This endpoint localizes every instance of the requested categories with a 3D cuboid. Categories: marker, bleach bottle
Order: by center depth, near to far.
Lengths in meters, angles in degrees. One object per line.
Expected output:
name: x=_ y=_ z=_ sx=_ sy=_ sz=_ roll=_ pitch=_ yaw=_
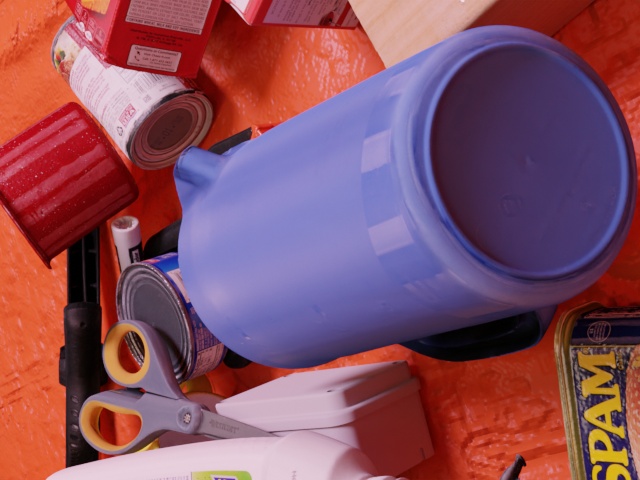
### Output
bleach bottle: x=-0.052 y=0.160 z=0.575 sx=0.251 sy=0.067 sz=0.102 roll=-16 pitch=80 yaw=39
marker: x=-0.131 y=0.036 z=0.758 sx=0.020 sy=0.020 sz=0.121 roll=31 pitch=138 yaw=35

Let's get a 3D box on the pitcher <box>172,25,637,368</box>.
pitcher: x=0.038 y=-0.006 z=0.499 sx=0.243 sy=0.149 sz=0.145 roll=-20 pitch=81 yaw=65

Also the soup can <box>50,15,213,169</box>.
soup can: x=-0.127 y=-0.105 z=0.721 sx=0.102 sy=0.068 sz=0.069 roll=49 pitch=126 yaw=25

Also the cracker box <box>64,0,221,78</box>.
cracker box: x=-0.100 y=-0.231 z=0.643 sx=0.164 sy=0.072 sz=0.214 roll=56 pitch=133 yaw=44

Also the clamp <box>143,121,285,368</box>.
clamp: x=-0.055 y=0.001 z=0.695 sx=0.120 sy=0.039 sz=0.172 roll=51 pitch=134 yaw=16

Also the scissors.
scissors: x=-0.081 y=0.089 z=0.649 sx=0.202 sy=0.016 sz=0.096 roll=-13 pitch=71 yaw=40

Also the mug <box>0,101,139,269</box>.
mug: x=-0.179 y=-0.038 z=0.739 sx=0.093 sy=0.081 sz=0.117 roll=53 pitch=168 yaw=7

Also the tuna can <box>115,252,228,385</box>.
tuna can: x=-0.098 y=0.052 z=0.708 sx=0.086 sy=0.033 sz=0.086 roll=23 pitch=121 yaw=43

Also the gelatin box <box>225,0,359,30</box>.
gelatin box: x=-0.001 y=-0.153 z=0.580 sx=0.030 sy=0.089 sz=0.073 roll=48 pitch=126 yaw=27

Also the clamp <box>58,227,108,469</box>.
clamp: x=-0.178 y=0.083 z=0.802 sx=0.164 sy=0.036 sz=0.210 roll=-106 pitch=19 yaw=-53
